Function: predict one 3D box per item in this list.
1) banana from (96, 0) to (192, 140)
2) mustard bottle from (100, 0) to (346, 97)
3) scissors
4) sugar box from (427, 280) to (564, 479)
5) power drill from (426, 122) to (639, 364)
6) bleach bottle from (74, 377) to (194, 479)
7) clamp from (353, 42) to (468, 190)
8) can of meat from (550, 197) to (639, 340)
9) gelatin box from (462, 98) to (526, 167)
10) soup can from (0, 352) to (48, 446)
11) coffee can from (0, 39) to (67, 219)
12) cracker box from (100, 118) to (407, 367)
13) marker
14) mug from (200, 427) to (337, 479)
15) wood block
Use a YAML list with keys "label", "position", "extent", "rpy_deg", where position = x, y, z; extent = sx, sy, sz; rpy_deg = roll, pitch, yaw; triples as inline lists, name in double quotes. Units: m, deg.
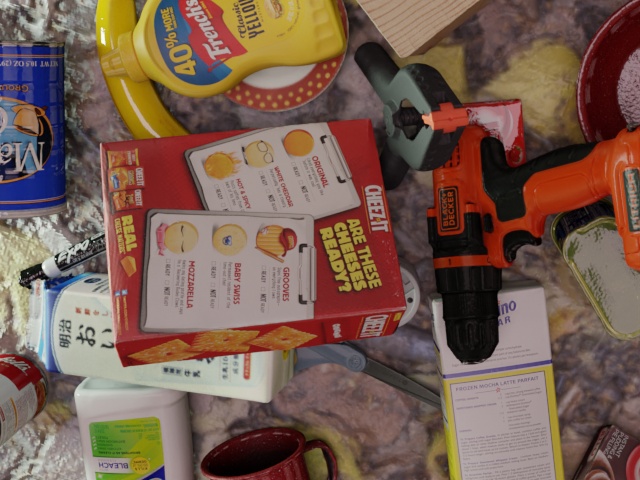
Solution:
- label: "banana"
  position: [-0.141, -0.126, 0.893]
  extent: [0.069, 0.037, 0.198]
  rpy_deg: [-34, 96, -8]
- label: "mustard bottle"
  position: [-0.082, -0.165, 0.839]
  extent: [0.192, 0.058, 0.096]
  rpy_deg: [-16, 97, 10]
- label: "scissors"
  position: [0.012, 0.112, 0.923]
  extent: [0.202, 0.016, 0.096]
  rpy_deg: [42, 105, -1]
- label: "sugar box"
  position: [0.146, 0.125, 0.885]
  extent: [0.093, 0.048, 0.176]
  rpy_deg: [-7, 97, -1]
- label: "power drill"
  position: [0.164, -0.004, 0.777]
  extent: [0.188, 0.057, 0.184]
  rpy_deg: [-7, 86, 37]
- label: "bleach bottle"
  position: [-0.151, 0.241, 0.949]
  extent: [0.102, 0.068, 0.251]
  rpy_deg: [-4, 102, 11]
- label: "clamp"
  position: [0.064, -0.103, 0.808]
  extent: [0.039, 0.172, 0.120]
  rpy_deg: [-17, 93, -17]
- label: "can of meat"
  position: [0.227, 0.021, 0.837]
  extent: [0.057, 0.084, 0.102]
  rpy_deg: [-31, 95, 13]
- label: "gelatin box"
  position: [0.129, -0.068, 0.863]
  extent: [0.073, 0.030, 0.089]
  rpy_deg: [-4, 100, 9]
- label: "soup can"
  position: [-0.289, 0.145, 0.931]
  extent: [0.068, 0.102, 0.068]
  rpy_deg: [2, 101, 9]
- label: "coffee can"
  position: [-0.262, -0.095, 0.881]
  extent: [0.103, 0.102, 0.140]
  rpy_deg: [3, 101, 8]
- label: "cracker box"
  position: [-0.055, 0.001, 0.821]
  extent: [0.213, 0.072, 0.164]
  rpy_deg: [-6, 68, -7]
- label: "marker"
  position: [-0.213, 0.013, 0.937]
  extent: [0.121, 0.020, 0.020]
  rpy_deg: [-25, 96, 13]
- label: "mug"
  position: [-0.038, 0.214, 0.920]
  extent: [0.117, 0.093, 0.081]
  rpy_deg: [-20, 104, -25]
- label: "wood block"
  position: [0.073, -0.192, 0.758]
  extent: [0.090, 0.206, 0.091]
  rpy_deg: [-37, 93, 13]
